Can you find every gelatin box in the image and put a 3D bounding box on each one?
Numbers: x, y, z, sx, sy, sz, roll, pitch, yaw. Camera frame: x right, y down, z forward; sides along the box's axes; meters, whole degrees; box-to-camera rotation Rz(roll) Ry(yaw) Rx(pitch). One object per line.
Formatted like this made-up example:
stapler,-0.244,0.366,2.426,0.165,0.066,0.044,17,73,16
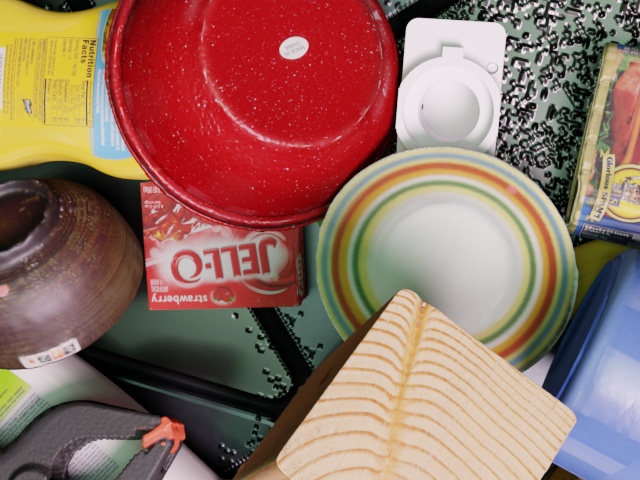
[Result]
gelatin box,-0.054,0.001,0.600,0.089,0.030,0.073,-1,99,11

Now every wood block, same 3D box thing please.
wood block,0.024,0.104,0.505,0.090,0.206,0.090,37,72,2

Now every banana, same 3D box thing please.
banana,0.085,0.017,0.574,0.198,0.037,0.070,6,102,9

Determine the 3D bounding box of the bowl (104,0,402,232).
bowl,-0.022,-0.087,0.528,0.162,0.055,0.162,2,85,-20

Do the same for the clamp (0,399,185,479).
clamp,-0.149,0.146,0.565,0.171,0.039,0.120,-18,84,6

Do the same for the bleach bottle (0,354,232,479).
bleach bottle,-0.165,0.098,0.622,0.251,0.068,0.102,44,98,4

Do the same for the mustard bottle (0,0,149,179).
mustard bottle,-0.113,-0.082,0.582,0.192,0.058,0.096,4,89,10
